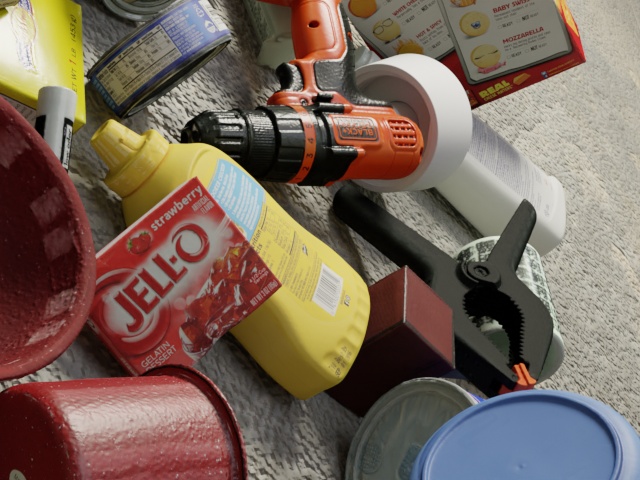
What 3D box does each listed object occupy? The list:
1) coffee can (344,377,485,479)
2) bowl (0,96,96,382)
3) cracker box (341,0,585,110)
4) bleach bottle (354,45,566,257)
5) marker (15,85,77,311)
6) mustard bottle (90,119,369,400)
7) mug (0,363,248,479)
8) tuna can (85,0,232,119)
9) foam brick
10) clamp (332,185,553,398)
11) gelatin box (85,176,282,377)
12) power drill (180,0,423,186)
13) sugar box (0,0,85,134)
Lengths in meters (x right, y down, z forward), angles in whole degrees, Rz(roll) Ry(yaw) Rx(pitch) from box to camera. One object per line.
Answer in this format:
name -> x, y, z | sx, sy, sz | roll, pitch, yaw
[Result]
coffee can -> 0.098, 0.151, 0.643 | 0.140, 0.103, 0.103 | 28, 39, -40
bowl -> -0.174, -0.004, 0.442 | 0.162, 0.055, 0.162 | 37, 34, -31
cracker box -> 0.114, -0.216, 0.932 | 0.213, 0.164, 0.072 | 50, 28, -37
bleach bottle -> 0.118, -0.086, 0.957 | 0.250, 0.068, 0.102 | 40, 34, -23
marker -> -0.132, -0.015, 0.511 | 0.020, 0.020, 0.121 | 19, 69, -47
mustard bottle -> -0.054, 0.001, 0.613 | 0.191, 0.058, 0.096 | 43, 37, -22
mug -> -0.091, 0.109, 0.433 | 0.081, 0.093, 0.117 | 6, 92, -48
tuna can -> -0.095, -0.109, 0.636 | 0.034, 0.086, 0.086 | 54, 29, -7
foam brick -> 0.039, 0.065, 0.669 | 0.053, 0.078, 0.051 | 42, 31, -27
clamp -> 0.114, 0.031, 0.751 | 0.164, 0.036, 0.210 | -2, 41, -22
gelatin box -> -0.076, 0.023, 0.540 | 0.089, 0.030, 0.073 | -42, 100, -20
power drill -> -0.027, -0.125, 0.739 | 0.184, 0.057, 0.188 | 0, 68, -36
sugar box -> -0.200, -0.115, 0.526 | 0.176, 0.048, 0.093 | 27, 40, -43
